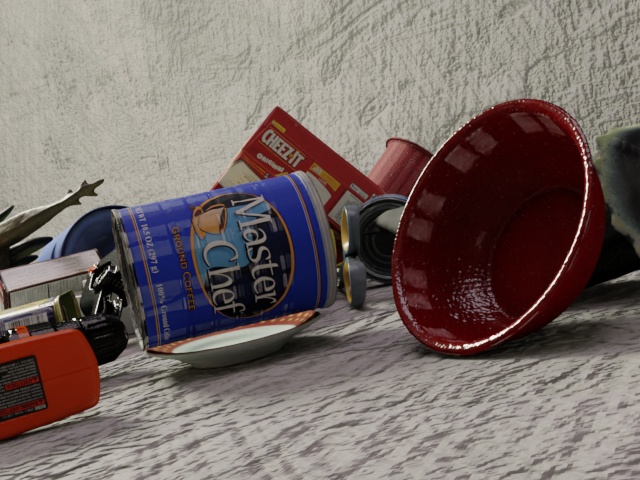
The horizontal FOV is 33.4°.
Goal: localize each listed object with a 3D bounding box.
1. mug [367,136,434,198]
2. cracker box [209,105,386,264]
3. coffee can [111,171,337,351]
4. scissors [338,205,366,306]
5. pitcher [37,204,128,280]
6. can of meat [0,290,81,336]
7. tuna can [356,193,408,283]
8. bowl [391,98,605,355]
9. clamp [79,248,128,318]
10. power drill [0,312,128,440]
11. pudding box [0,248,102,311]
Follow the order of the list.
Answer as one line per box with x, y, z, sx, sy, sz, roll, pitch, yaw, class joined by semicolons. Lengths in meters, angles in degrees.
0.086;-0.055;1.204;0.081;0.093;0.117;-54;17;-14;mug
-0.026;-0.048;1.176;0.072;0.164;0.214;-53;6;-16;cracker box
-0.070;0.014;0.766;0.140;0.103;0.103;-12;4;-14;coffee can
0.025;0.011;0.979;0.016;0.096;0.202;-3;6;-4;scissors
-0.295;0.038;1.345;0.149;0.145;0.243;25;-16;-21;pitcher
-0.274;0.087;1.010;0.084;0.057;0.102;-14;3;-4;can of meat
0.067;-0.001;1.033;0.086;0.086;0.033;-11;5;8;tuna can
0.116;-0.001;0.643;0.055;0.162;0.162;23;-17;-31;bowl
-0.182;0.036;0.987;0.120;0.039;0.172;-46;23;-1;clamp
-0.206;0.091;0.735;0.184;0.057;0.188;-17;3;-22;power drill
-0.292;0.064;1.167;0.113;0.090;0.039;-15;45;-28;pudding box
